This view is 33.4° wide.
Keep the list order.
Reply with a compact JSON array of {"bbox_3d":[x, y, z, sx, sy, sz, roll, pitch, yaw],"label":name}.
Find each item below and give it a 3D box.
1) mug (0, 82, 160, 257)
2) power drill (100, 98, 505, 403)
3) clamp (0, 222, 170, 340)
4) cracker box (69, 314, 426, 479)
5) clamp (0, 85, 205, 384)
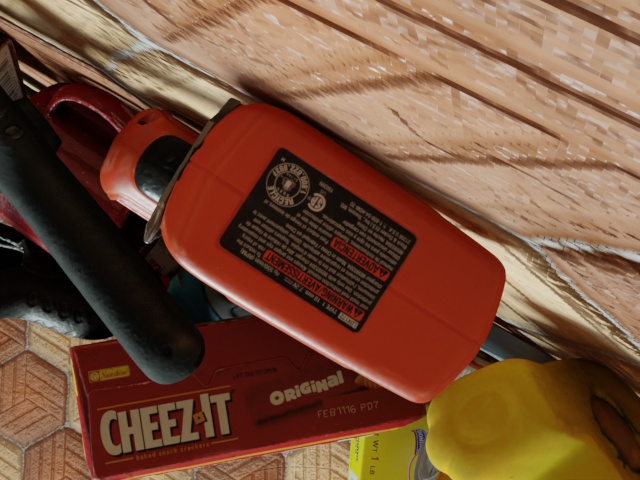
[{"bbox_3d":[-0.122,-0.037,0.560,0.081,0.093,0.117,34,145,5],"label":"mug"},{"bbox_3d":[0.001,0.010,0.407,0.184,0.057,0.188,31,175,-11],"label":"power drill"},{"bbox_3d":[-0.162,0.024,0.581,0.171,0.039,0.120,16,-143,-25],"label":"clamp"},{"bbox_3d":[-0.052,0.080,0.595,0.164,0.072,0.214,-9,176,-13],"label":"cracker box"},{"bbox_3d":[-0.124,-0.034,0.442,0.210,0.036,0.165,51,172,-7],"label":"clamp"}]
